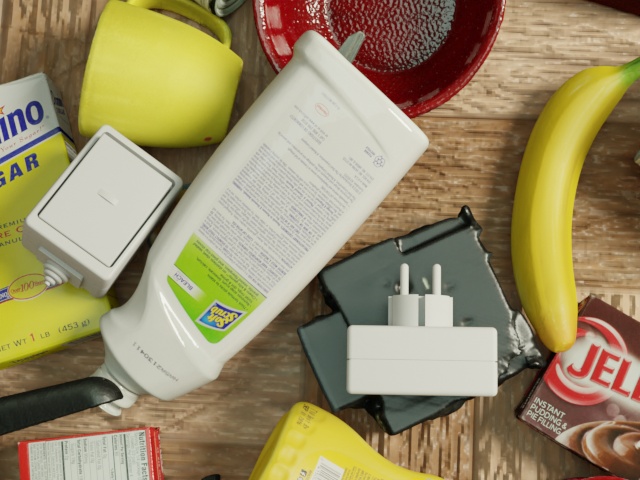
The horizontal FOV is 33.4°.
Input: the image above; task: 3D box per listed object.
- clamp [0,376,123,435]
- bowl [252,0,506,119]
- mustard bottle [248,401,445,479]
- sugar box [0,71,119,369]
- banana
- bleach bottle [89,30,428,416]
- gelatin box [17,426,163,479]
[{"bbox_3d":[-0.228,0.139,0.653,0.210,0.036,0.164,14,93,19],"label":"clamp"},{"bbox_3d":[0.040,-0.155,0.686,0.162,0.055,0.162,1,94,15],"label":"bowl"},{"bbox_3d":[0.046,0.182,0.640,0.191,0.058,0.096,29,59,-3],"label":"mustard bottle"},{"bbox_3d":[-0.196,-0.013,0.696,0.093,0.048,0.176,-18,83,-1],"label":"sugar box"},{"bbox_3d":[0.153,-0.030,0.672,0.037,0.070,0.198,21,83,-34],"label":"banana"},{"bbox_3d":[-0.054,0.001,0.638,0.102,0.068,0.251,43,96,-4],"label":"bleach bottle"},{"bbox_3d":[-0.144,0.159,0.678,0.089,0.030,0.073,-7,80,2],"label":"gelatin box"}]
